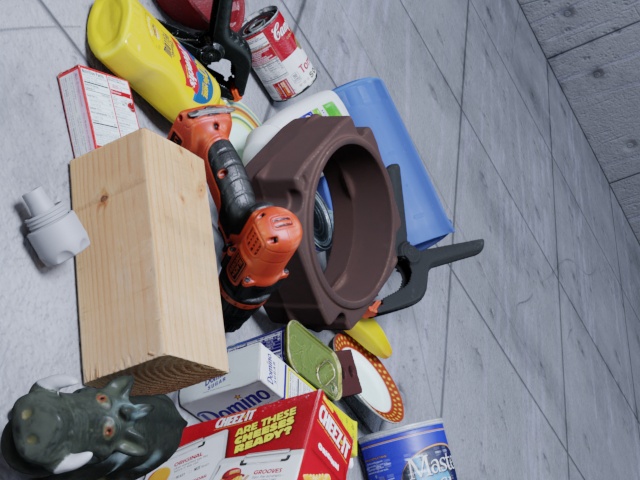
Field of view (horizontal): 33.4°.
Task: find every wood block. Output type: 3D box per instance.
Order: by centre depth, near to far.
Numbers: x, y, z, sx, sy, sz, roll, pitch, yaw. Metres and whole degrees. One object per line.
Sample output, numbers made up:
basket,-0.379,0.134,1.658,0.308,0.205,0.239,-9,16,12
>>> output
wood block,-0.150,0.021,0.922,0.090,0.091,0.206,28,47,-55

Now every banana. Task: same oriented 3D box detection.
banana,0.021,0.094,1.275,0.197,0.037,0.069,23,54,-50

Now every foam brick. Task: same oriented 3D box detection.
foam brick,0.004,0.154,1.185,0.078,0.051,0.053,2,70,-64

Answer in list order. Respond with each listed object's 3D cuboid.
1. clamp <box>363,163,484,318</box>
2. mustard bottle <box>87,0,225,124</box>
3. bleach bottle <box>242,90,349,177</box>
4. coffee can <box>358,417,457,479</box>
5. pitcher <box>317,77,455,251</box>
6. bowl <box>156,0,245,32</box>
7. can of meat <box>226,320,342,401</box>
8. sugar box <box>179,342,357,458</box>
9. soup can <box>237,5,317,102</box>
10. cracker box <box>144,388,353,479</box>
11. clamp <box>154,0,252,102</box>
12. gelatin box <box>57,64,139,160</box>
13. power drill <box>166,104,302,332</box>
clamp,0.098,0.010,1.325,0.164,0.036,0.209,46,55,-3
mustard bottle,-0.156,-0.169,1.095,0.191,0.058,0.096,42,25,-46
bleach bottle,-0.028,-0.104,1.257,0.102,0.068,0.250,65,26,-11
coffee can,0.110,0.287,1.240,0.102,0.103,0.140,12,61,-62
pitcher,0.070,-0.089,1.439,0.243,0.145,0.149,68,12,5
bowl,-0.152,-0.299,1.209,0.162,0.055,0.162,45,34,-43
can of meat,-0.039,0.132,1.073,0.102,0.084,0.057,43,35,-44
sugar box,-0.047,0.166,1.022,0.176,0.093,0.048,42,36,-44
soup can,-0.057,-0.233,1.340,0.102,0.069,0.068,56,28,-28
cracker box,-0.072,0.229,0.834,0.072,0.164,0.213,59,27,-26
clamp,-0.116,-0.218,1.155,0.171,0.120,0.039,43,29,-51
gelatin box,-0.203,-0.112,0.990,0.073,0.030,0.089,7,65,-61
power drill,-0.094,-0.022,1.031,0.057,0.185,0.188,-13,64,-34
